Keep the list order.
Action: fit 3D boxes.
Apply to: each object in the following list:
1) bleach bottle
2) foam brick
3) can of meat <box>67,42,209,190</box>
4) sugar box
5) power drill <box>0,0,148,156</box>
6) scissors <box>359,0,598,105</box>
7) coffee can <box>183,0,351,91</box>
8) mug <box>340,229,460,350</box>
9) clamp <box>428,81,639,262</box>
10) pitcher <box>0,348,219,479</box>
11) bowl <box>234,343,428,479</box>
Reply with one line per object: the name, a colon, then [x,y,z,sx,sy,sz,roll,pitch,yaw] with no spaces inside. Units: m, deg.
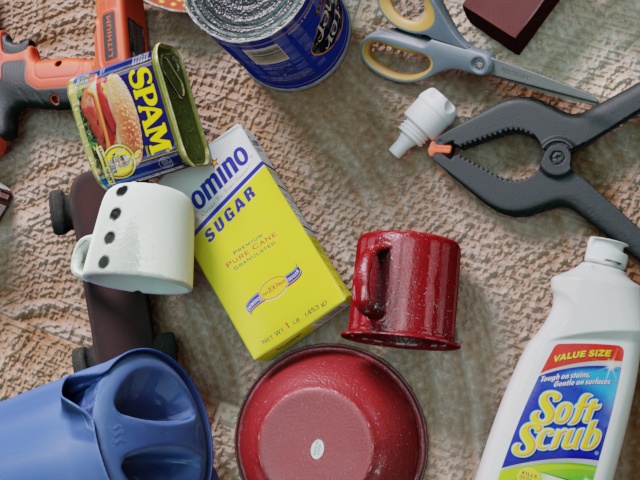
bleach bottle: [0.177,0.120,0.793,0.103,0.068,0.251,14,88,12]
foam brick: [0.159,-0.197,0.851,0.053,0.051,0.078,38,93,14]
can of meat: [-0.147,-0.097,0.861,0.084,0.057,0.102,-16,91,15]
sugar box: [-0.056,0.001,0.880,0.093,0.048,0.176,-34,78,8]
power drill: [-0.248,-0.172,0.944,0.188,0.057,0.184,-9,84,15]
scissors: [0.119,-0.158,0.833,0.202,0.016,0.096,9,119,32]
coffee can: [-0.039,-0.186,0.851,0.103,0.140,0.103,-2,83,13]
mug: [0.059,0.036,0.816,0.093,0.117,0.081,-2,77,36]
clamp: [0.190,-0.053,0.832,0.210,0.036,0.164,-1,86,13]
pitcher: [-0.208,0.182,0.840,0.243,0.144,0.149,-19,90,28]
bowl: [0.002,0.161,0.842,0.162,0.055,0.162,-2,83,13]
